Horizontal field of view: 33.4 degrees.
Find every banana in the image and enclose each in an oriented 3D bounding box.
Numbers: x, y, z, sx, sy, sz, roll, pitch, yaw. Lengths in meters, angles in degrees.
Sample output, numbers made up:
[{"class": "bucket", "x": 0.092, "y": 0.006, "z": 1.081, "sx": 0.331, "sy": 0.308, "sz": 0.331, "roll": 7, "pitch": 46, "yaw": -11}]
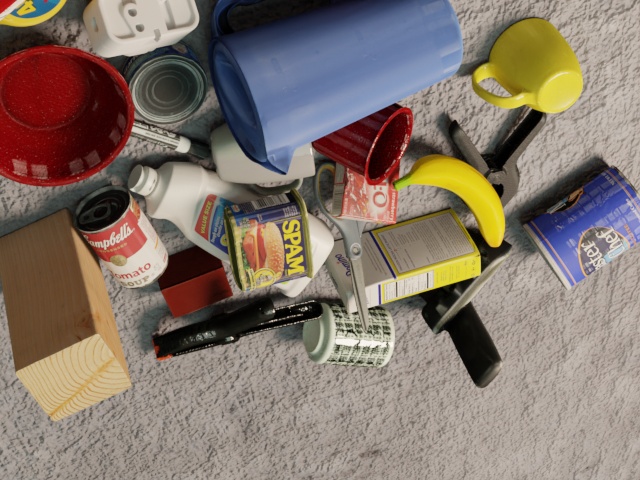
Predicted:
[{"class": "banana", "x": 0.169, "y": -0.055, "z": 1.277, "sx": 0.197, "sy": 0.037, "sz": 0.070, "roll": 28, "pitch": 116, "yaw": -36}]

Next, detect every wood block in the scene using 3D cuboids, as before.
[{"class": "wood block", "x": -0.273, "y": 0.074, "z": 1.125, "sx": 0.091, "sy": 0.206, "sz": 0.090, "roll": -24, "pitch": 134, "yaw": -3}]

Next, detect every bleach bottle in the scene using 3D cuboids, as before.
[{"class": "bleach bottle", "x": -0.109, "y": -0.021, "z": 1.215, "sx": 0.250, "sy": 0.068, "sz": 0.103, "roll": 23, "pitch": 114, "yaw": -34}]

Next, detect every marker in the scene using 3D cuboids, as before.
[{"class": "marker", "x": -0.171, "y": -0.110, "z": 1.141, "sx": 0.120, "sy": 0.020, "sz": 0.020, "roll": 16, "pitch": 120, "yaw": -33}]

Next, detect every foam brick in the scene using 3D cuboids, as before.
[{"class": "foam brick", "x": -0.150, "y": 0.046, "z": 1.261, "sx": 0.078, "sy": 0.051, "sz": 0.053, "roll": -21, "pitch": 134, "yaw": -5}]

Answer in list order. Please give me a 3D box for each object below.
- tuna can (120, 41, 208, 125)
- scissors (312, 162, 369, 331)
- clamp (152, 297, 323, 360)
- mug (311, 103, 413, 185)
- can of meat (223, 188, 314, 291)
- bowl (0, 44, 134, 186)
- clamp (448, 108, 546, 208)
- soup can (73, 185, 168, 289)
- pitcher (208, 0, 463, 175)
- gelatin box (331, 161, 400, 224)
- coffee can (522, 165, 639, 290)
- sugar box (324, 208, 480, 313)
[{"class": "tuna can", "x": -0.159, "y": -0.161, "z": 1.092, "sx": 0.086, "sy": 0.034, "sz": 0.086, "roll": -12, "pitch": 132, "yaw": -14}, {"class": "scissors", "x": 0.052, "y": -0.004, "z": 1.259, "sx": 0.096, "sy": 0.016, "sz": 0.202, "roll": -27, "pitch": 100, "yaw": -23}, {"class": "clamp", "x": -0.114, "y": 0.105, "z": 1.289, "sx": 0.210, "sy": 0.036, "sz": 0.164, "roll": -16, "pitch": 169, "yaw": 13}, {"class": "mug", "x": 0.050, "y": -0.125, "z": 1.170, "sx": 0.117, "sy": 0.082, "sz": 0.093, "roll": -42, "pitch": 151, "yaw": -38}, {"class": "can of meat", "x": -0.058, "y": 0.001, "z": 1.175, "sx": 0.083, "sy": 0.057, "sz": 0.102, "roll": -13, "pitch": 122, "yaw": -13}, {"class": "bowl", "x": -0.269, "y": -0.133, "z": 1.055, "sx": 0.162, "sy": 0.055, "sz": 0.162, "roll": -12, "pitch": 132, "yaw": -14}, {"class": "clamp", "x": 0.218, "y": -0.094, "z": 1.306, "sx": 0.120, "sy": 0.039, "sz": 0.171, "roll": -12, "pitch": 138, "yaw": 0}, {"class": "soup can", "x": -0.219, "y": -0.002, "z": 1.179, "sx": 0.068, "sy": 0.068, "sz": 0.102, "roll": -26, "pitch": 134, "yaw": 0}, {"class": "pitcher", "x": 0.013, "y": -0.188, "z": 1.077, "sx": 0.242, "sy": 0.145, "sz": 0.149, "roll": -24, "pitch": 137, "yaw": -16}, {"class": "gelatin box", "x": 0.054, "y": -0.067, "z": 1.234, "sx": 0.073, "sy": 0.030, "sz": 0.089, "roll": 8, "pitch": 85, "yaw": -26}, {"class": "coffee can", "x": 0.349, "y": -0.016, "z": 1.384, "sx": 0.140, "sy": 0.103, "sz": 0.102, "roll": -35, "pitch": 133, "yaw": 8}, {"class": "sugar box", "x": 0.100, "y": 0.024, "z": 1.320, "sx": 0.176, "sy": 0.093, "sz": 0.048, "roll": -17, "pitch": 134, "yaw": -8}]
